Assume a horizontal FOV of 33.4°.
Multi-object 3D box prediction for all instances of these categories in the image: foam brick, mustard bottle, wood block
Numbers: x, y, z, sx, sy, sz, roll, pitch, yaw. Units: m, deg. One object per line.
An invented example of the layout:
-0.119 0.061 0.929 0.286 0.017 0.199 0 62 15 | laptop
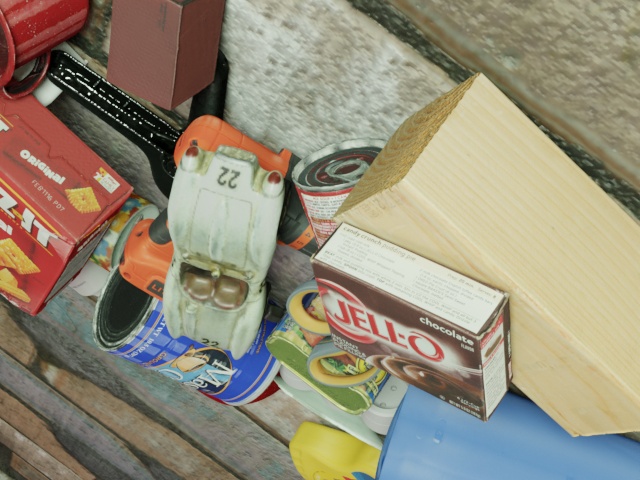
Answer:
-0.096 -0.132 0.668 0.053 0.051 0.078 28 132 15 | foam brick
0.062 0.241 1.089 0.192 0.058 0.096 8 143 42 | mustard bottle
0.122 0.014 0.627 0.206 0.090 0.090 42 153 -11 | wood block

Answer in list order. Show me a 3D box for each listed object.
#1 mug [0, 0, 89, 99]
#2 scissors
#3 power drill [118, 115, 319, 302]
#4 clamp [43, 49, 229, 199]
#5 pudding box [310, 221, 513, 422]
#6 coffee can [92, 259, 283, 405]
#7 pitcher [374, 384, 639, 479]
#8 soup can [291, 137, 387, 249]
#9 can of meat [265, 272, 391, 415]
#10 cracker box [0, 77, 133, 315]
-0.213 -0.153 0.738 0.093 0.081 0.117 21 134 28 | mug
0.053 0.045 0.743 0.202 0.016 0.096 -34 99 37 | scissors
-0.055 0.001 0.803 0.184 0.057 0.188 34 139 -17 | power drill
-0.095 -0.069 0.806 0.165 0.036 0.210 1 140 39 | clamp
0.053 0.046 0.613 0.114 0.039 0.090 22 150 27 | pudding box
-0.112 0.074 0.934 0.140 0.103 0.103 29 160 -33 | coffee can
0.159 0.194 0.779 0.243 0.144 0.149 18 120 10 | pitcher
0.027 -0.007 0.701 0.069 0.068 0.102 9 127 42 | soup can
0.018 0.077 0.854 0.102 0.083 0.058 37 153 -1 | can of meat
-0.255 -0.038 0.859 0.164 0.072 0.214 43 150 -4 | cracker box
